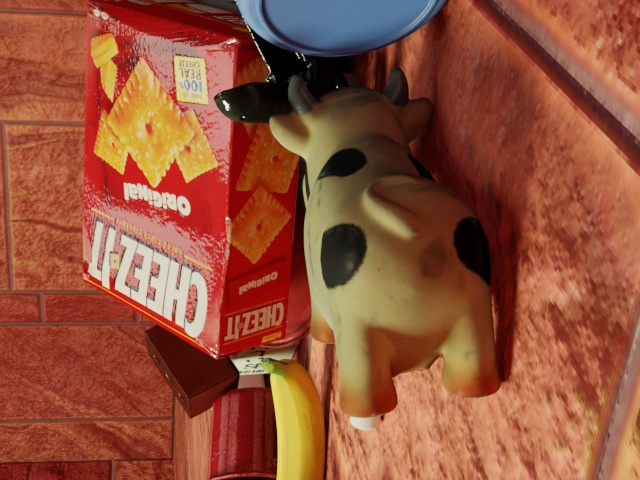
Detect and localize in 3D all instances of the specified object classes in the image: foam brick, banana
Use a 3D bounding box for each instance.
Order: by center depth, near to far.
[{"bbox_3d":[-0.024,0.171,0.832,0.037,0.069,0.198,11,111,39],"label":"banana"},{"bbox_3d":[-0.114,0.109,0.949,0.078,0.051,0.053,53,158,22],"label":"foam brick"}]

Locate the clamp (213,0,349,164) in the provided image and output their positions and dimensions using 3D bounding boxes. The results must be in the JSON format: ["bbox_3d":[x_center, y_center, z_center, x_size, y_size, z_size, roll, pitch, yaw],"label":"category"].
[{"bbox_3d":[-0.016,-0.099,0.615,0.171,0.039,0.120,34,-130,-61],"label":"clamp"}]

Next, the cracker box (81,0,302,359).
[{"bbox_3d":[-0.093,-0.050,0.726,0.164,0.071,0.214,24,117,40],"label":"cracker box"}]

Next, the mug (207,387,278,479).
[{"bbox_3d":[-0.049,0.173,0.916,0.117,0.093,0.081,-40,42,48],"label":"mug"}]
